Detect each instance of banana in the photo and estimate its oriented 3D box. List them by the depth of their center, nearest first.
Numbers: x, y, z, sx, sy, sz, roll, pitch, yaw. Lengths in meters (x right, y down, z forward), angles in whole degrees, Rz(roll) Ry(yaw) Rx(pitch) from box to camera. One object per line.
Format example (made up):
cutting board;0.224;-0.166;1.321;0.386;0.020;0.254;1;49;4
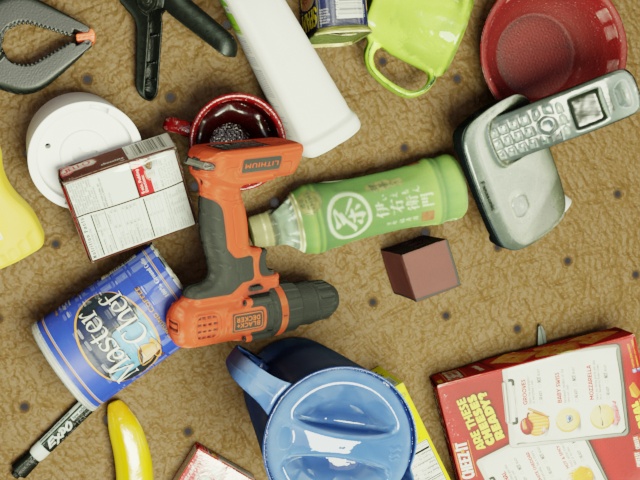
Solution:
banana;-0.203;0.262;1.077;0.069;0.037;0.198;15;91;-13

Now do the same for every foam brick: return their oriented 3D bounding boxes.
foam brick;0.103;0.027;1.100;0.053;0.078;0.051;-20;98;-12

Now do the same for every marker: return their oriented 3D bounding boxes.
marker;-0.262;0.193;1.069;0.121;0.020;0.020;-45;101;-5

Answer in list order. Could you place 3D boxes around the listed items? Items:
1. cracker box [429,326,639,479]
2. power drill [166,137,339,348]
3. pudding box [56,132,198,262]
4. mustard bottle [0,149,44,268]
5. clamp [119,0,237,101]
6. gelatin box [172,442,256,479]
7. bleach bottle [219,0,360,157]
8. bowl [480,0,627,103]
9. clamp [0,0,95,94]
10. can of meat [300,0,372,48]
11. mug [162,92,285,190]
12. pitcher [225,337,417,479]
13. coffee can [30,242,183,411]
cracker box;0.240;0.197;1.128;0.213;0.072;0.164;-15;93;-1
power drill;-0.056;0.001;0.991;0.184;0.057;0.188;-9;106;-37
pudding box;-0.182;-0.040;1.012;0.113;0.039;0.090;-19;122;-12
mustard bottle;-0.341;-0.062;0.995;0.096;0.058;0.191;-23;111;-3
clamp;-0.163;-0.224;1.036;0.120;0.039;0.171;-31;85;23
gelatin box;-0.119;0.265;1.097;0.073;0.030;0.089;33;87;-12
bleach bottle;-0.053;-0.204;1.017;0.068;0.103;0.250;-32;112;-7
bowl;0.236;-0.196;1.119;0.162;0.055;0.162;-1;95;-11
clamp;-0.323;-0.193;1.016;0.210;0.036;0.164;-15;101;-8
can of meat;0.012;-0.238;1.049;0.057;0.102;0.084;-5;93;-12
mug;-0.097;-0.099;1.047;0.117;0.081;0.093;12;92;-12
pitcher;-0.013;0.156;1.001;0.145;0.243;0.149;-10;96;-11
coffee can;-0.192;0.083;1.032;0.140;0.103;0.103;-35;100;-7
